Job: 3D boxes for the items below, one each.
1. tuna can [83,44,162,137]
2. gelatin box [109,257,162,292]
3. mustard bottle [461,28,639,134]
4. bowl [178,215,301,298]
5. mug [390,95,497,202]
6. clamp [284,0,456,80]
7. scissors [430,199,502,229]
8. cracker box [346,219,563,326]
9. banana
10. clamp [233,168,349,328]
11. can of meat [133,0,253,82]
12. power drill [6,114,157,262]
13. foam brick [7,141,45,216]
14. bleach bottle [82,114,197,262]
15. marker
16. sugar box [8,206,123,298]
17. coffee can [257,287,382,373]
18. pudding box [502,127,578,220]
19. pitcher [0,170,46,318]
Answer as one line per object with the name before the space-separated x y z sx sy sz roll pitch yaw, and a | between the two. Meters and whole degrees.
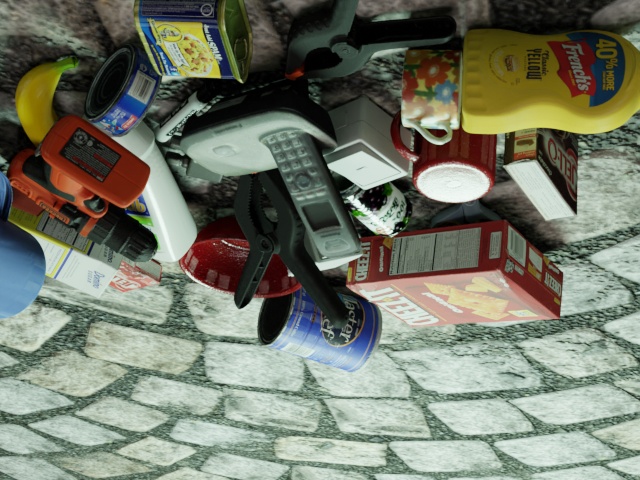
tuna can | -0.190 -0.145 1.026 0.033 0.086 0.086 29 145 -34
gelatin box | -0.270 0.036 1.442 0.073 0.030 0.089 -14 146 34
mustard bottle | 0.221 -0.140 0.935 0.192 0.096 0.058 2 151 9
bowl | -0.094 0.014 1.335 0.162 0.055 0.162 5 152 3
mug | 0.123 -0.094 1.057 0.117 0.081 0.093 18 150 -20
clamp | 0.035 -0.183 0.957 0.120 0.039 0.172 26 153 -24
scissors | 0.153 -0.044 1.216 0.096 0.016 0.201 -7 149 24
cracker box | 0.164 0.048 1.299 0.214 0.072 0.164 -8 153 35
banana | -0.284 -0.128 1.129 0.069 0.037 0.198 10 152 -2
clamp | -0.058 0.001 1.210 0.165 0.036 0.210 -1 113 40
can of meat | -0.112 -0.189 0.957 0.084 0.057 0.102 3 151 11
power drill | -0.234 -0.048 1.107 0.184 0.057 0.188 33 157 -11
foam brick | -0.327 -0.071 1.229 0.051 0.053 0.078 23 147 -29
bleach bottle | -0.212 -0.075 1.181 0.103 0.068 0.251 21 152 22
marker | -0.138 -0.134 1.104 0.020 0.020 0.121 23 148 -28
sugar box | -0.343 0.005 1.353 0.176 0.048 0.093 24 145 -16
coffee can | -0.001 0.114 1.452 0.140 0.103 0.103 20 149 -24
pudding box | 0.218 -0.085 1.046 0.039 0.090 0.113 -12 146 32
pitcher | -0.391 -0.002 1.123 0.149 0.145 0.242 -11 160 17
